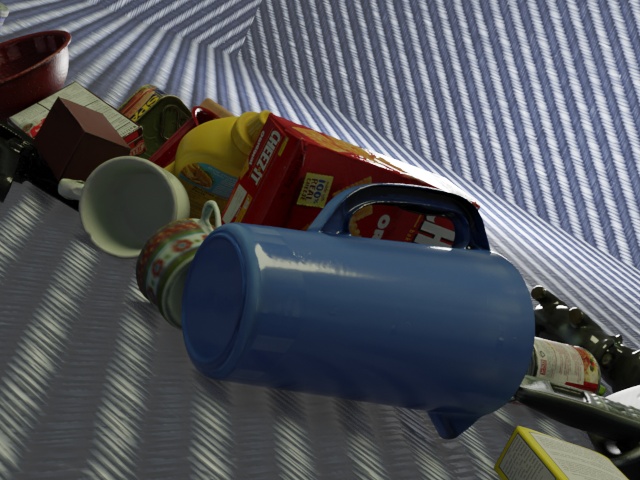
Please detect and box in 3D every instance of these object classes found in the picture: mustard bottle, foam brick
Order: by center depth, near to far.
[{"bbox_3d":[-0.215,-0.085,0.961,0.051,0.053,0.078,21,18,-41],"label":"foam brick"},{"bbox_3d":[-0.091,-0.063,0.979,0.096,0.192,0.058,20,56,-22],"label":"mustard bottle"}]

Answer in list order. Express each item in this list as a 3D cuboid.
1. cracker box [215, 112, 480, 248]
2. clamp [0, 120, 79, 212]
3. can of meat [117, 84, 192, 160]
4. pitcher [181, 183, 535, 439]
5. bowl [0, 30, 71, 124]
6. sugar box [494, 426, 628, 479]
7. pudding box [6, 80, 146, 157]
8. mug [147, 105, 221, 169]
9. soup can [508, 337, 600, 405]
[{"bbox_3d":[0.017,0.000,0.947,0.213,0.164,0.072,17,17,-35],"label":"cracker box"},{"bbox_3d":[-0.267,-0.068,0.979,0.120,0.039,0.172,25,15,-43],"label":"clamp"},{"bbox_3d":[-0.205,-0.131,1.244,0.057,0.102,0.084,49,-6,-31],"label":"can of meat"},{"bbox_3d":[0.028,0.046,0.781,0.242,0.145,0.149,10,39,-32],"label":"pitcher"},{"bbox_3d":[-0.328,-0.163,1.119,0.162,0.055,0.162,-15,28,8],"label":"bowl"},{"bbox_3d":[0.196,0.198,0.725,0.093,0.048,0.176,21,15,-20],"label":"sugar box"},{"bbox_3d":[-0.244,-0.104,1.064,0.114,0.039,0.089,36,55,28],"label":"pudding box"},{"bbox_3d":[-0.124,-0.081,1.110,0.093,0.082,0.117,46,17,-9],"label":"mug"},{"bbox_3d":[0.212,0.128,1.028,0.102,0.068,0.069,15,15,-39],"label":"soup can"}]
